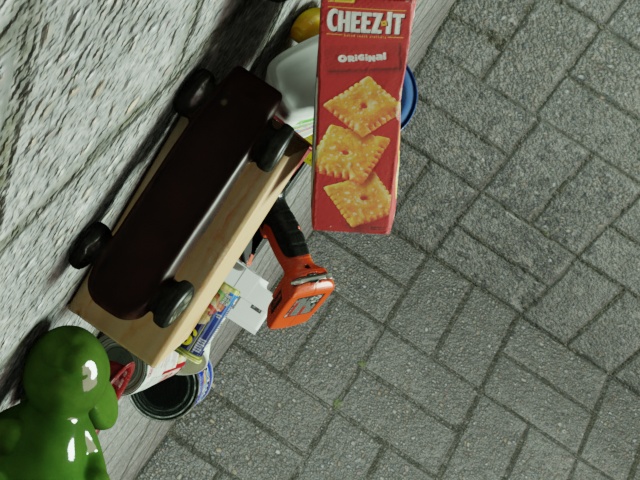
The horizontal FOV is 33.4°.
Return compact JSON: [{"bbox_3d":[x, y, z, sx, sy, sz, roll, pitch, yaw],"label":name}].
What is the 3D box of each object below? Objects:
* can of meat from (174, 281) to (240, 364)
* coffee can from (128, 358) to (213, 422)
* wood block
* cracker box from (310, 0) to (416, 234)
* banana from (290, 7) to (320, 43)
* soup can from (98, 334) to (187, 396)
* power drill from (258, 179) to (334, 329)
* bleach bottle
[{"bbox_3d":[-0.142,0.061,1.067,0.084,0.102,0.057,-58,178,-4],"label":"can of meat"},{"bbox_3d":[-0.214,0.200,1.537,0.103,0.103,0.140,-56,178,0],"label":"coffee can"},{"bbox_3d":[-0.106,-0.013,0.871,0.206,0.090,0.090,-56,178,16],"label":"wood block"},{"bbox_3d":[0.033,-0.137,0.826,0.164,0.072,0.214,-86,180,-48],"label":"cracker box"},{"bbox_3d":[-0.005,-0.200,1.078,0.069,0.037,0.198,-56,178,-7],"label":"banana"},{"bbox_3d":[-0.189,0.121,1.123,0.068,0.068,0.102,-57,168,14],"label":"soup can"},{"bbox_3d":[-0.058,0.001,1.213,0.057,0.188,0.185,-12,158,-26],"label":"power drill"},{"bbox_3d":[-0.010,-0.145,1.083,0.102,0.068,0.251,-24,179,-6],"label":"bleach bottle"}]
